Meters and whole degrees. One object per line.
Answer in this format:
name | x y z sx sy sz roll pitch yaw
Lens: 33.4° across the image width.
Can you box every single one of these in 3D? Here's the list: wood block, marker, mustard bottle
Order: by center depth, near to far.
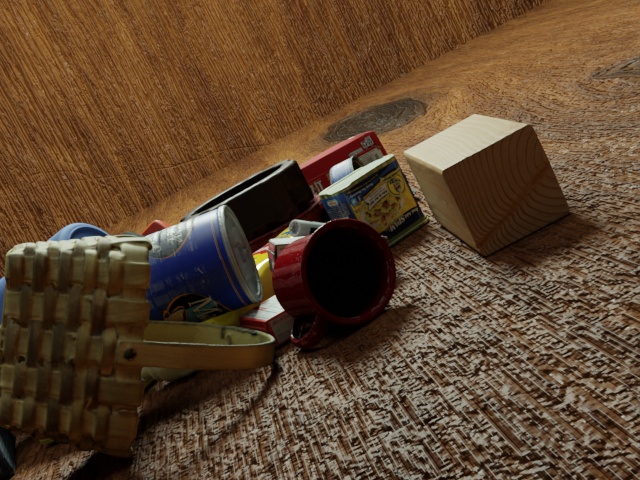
wood block | 0.154 -0.059 1.029 0.091 0.090 0.206 -27 11 0
marker | 0.015 -0.010 1.190 0.120 0.020 0.020 5 -16 -45
mustard bottle | -0.051 0.031 1.190 0.191 0.058 0.096 -34 14 -37

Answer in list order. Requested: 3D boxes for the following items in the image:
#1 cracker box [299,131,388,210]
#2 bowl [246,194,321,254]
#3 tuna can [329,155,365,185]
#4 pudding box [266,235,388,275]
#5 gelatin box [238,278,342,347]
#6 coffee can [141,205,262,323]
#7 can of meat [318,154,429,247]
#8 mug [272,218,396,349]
cracker box | -0.007 -0.084 1.564 0.164 0.072 0.214 -30 5 -16
bowl | -0.059 0.002 1.363 0.162 0.055 0.162 -26 10 5
tuna can | 0.045 -0.059 1.316 0.034 0.086 0.086 -26 10 17
pudding box | 0.006 0.015 1.057 0.113 0.039 0.090 -6 4 -6
gelatin box | -0.026 0.068 1.025 0.089 0.030 0.073 -30 12 -22
coffee can | -0.141 0.036 1.063 0.140 0.103 0.103 -20 11 6
can of meat | 0.058 -0.036 1.174 0.102 0.084 0.058 -33 12 -30
mug | 0.004 0.043 0.951 0.082 0.093 0.117 -17 50 63
